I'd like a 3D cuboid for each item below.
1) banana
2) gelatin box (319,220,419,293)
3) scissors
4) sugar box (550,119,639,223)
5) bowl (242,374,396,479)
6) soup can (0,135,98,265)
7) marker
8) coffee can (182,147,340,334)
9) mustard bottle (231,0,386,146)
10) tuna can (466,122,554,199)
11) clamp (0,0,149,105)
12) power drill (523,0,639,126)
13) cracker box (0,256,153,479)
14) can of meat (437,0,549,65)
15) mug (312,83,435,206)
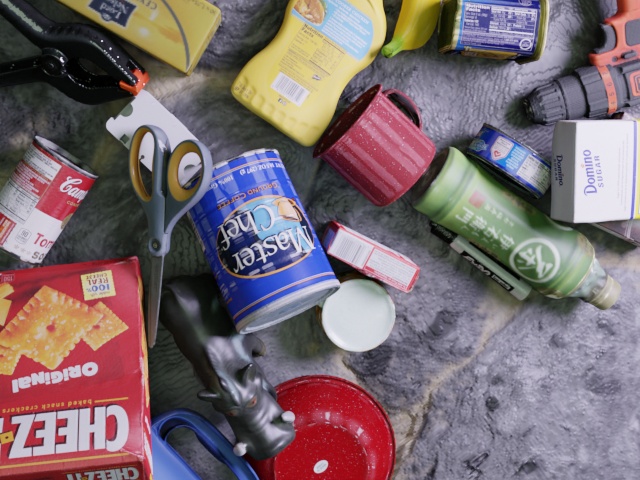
[{"bbox_3d":[0.091,-0.263,1.001,0.037,0.069,0.198,2,88,27],"label":"banana"},{"bbox_3d":[0.046,0.015,1.020,0.089,0.073,0.030,27,94,-8],"label":"gelatin box"},{"bbox_3d":[-0.130,-0.005,0.951,0.096,0.016,0.202,-6,93,31],"label":"scissors"},{"bbox_3d":[0.299,-0.067,0.992,0.176,0.048,0.093,-2,98,-18],"label":"sugar box"},{"bbox_3d":[-0.001,0.216,1.046,0.162,0.055,0.162,0,95,-5],"label":"bowl"},{"bbox_3d":[-0.263,-0.036,0.991,0.068,0.068,0.102,34,93,-7],"label":"soup can"},{"bbox_3d":[0.157,0.017,1.056,0.121,0.020,0.020,37,92,-7],"label":"marker"},{"bbox_3d":[-0.056,0.001,0.977,0.103,0.103,0.140,-25,80,-2],"label":"coffee can"},{"bbox_3d":[0.005,-0.190,1.002,0.096,0.058,0.191,35,92,-3],"label":"mustard bottle"},{"bbox_3d":[0.182,-0.075,1.015,0.086,0.086,0.034,33,94,-7],"label":"tuna can"},{"bbox_3d":[-0.239,-0.174,0.952,0.171,0.039,0.120,11,139,8],"label":"clamp"},{"bbox_3d":[0.267,-0.212,1.009,0.184,0.057,0.187,-17,112,0],"label":"power drill"},{"bbox_3d":[-0.236,0.122,0.948,0.164,0.072,0.214,-6,51,-4],"label":"cracker box"},{"bbox_3d":[0.157,-0.198,0.993,0.084,0.102,0.057,5,96,-3],"label":"can of meat"},{"bbox_3d":[0.058,-0.094,1.009,0.081,0.093,0.117,42,55,-12],"label":"mug"}]
